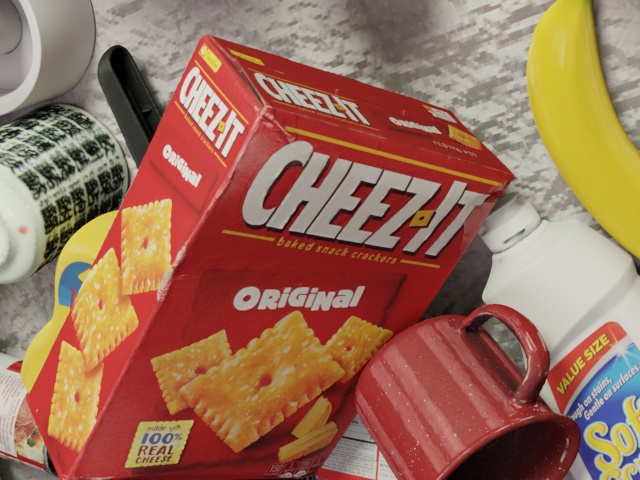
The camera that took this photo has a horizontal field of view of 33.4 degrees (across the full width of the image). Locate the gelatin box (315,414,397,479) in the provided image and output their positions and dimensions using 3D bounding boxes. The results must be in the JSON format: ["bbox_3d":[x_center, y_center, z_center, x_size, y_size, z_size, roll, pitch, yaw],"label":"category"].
[{"bbox_3d":[0.038,0.101,0.625,0.073,0.030,0.089,7,100,20],"label":"gelatin box"}]

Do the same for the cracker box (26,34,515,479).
[{"bbox_3d":[-0.025,0.025,0.528,0.214,0.163,0.072,-59,46,23],"label":"cracker box"}]

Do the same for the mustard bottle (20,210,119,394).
[{"bbox_3d":[-0.108,0.039,0.611,0.096,0.058,0.192,33,129,5],"label":"mustard bottle"}]

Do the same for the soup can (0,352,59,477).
[{"bbox_3d":[-0.210,0.114,0.725,0.102,0.068,0.068,13,118,18],"label":"soup can"}]

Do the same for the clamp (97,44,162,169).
[{"bbox_3d":[-0.054,0.001,0.623,0.165,0.036,0.210,15,121,17],"label":"clamp"}]

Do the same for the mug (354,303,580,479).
[{"bbox_3d":[0.074,0.083,0.534,0.082,0.093,0.117,55,133,41],"label":"mug"}]
